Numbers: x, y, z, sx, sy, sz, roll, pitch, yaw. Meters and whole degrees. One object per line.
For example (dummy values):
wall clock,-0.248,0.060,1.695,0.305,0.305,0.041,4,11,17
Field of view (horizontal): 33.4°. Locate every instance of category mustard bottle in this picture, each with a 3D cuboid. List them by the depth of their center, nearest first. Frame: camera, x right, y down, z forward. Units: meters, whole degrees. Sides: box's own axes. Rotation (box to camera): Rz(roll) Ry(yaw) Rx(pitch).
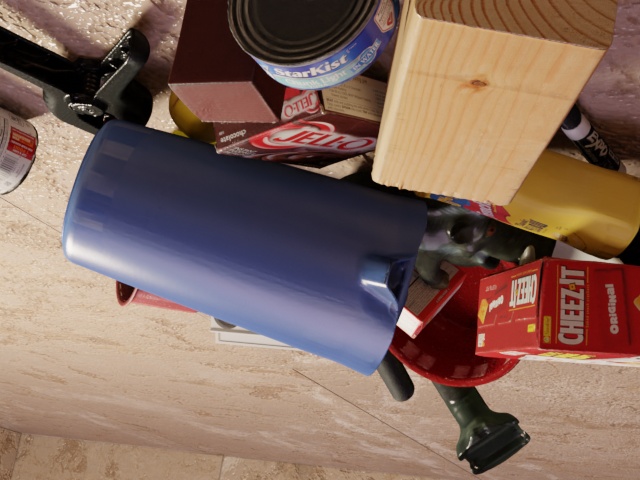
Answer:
mustard bottle,0.125,-0.043,0.750,0.191,0.058,0.096,19,173,3

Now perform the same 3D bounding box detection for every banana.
banana,-0.063,-0.105,0.727,0.069,0.037,0.198,-8,170,-21

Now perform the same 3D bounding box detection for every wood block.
wood block,0.086,-0.100,0.575,0.091,0.090,0.206,10,162,0

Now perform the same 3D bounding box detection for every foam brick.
foam brick,-0.049,-0.113,0.620,0.053,0.078,0.051,3,160,18

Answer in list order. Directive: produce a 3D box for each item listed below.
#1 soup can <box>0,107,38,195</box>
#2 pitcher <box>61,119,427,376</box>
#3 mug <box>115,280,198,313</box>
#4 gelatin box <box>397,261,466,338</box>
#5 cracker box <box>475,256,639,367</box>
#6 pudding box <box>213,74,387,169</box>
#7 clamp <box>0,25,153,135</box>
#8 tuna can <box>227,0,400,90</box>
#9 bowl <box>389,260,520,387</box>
soup can,-0.283,-0.083,0.840,0.069,0.068,0.102,-6,157,39
pitcher,-0.055,0.001,0.776,0.242,0.145,0.149,18,130,-4
mug,-0.160,0.025,1.102,0.081,0.093,0.117,12,-167,-25
gelatin box,0.070,0.030,0.927,0.089,0.073,0.030,38,143,12
cracker box,0.240,0.057,0.791,0.213,0.072,0.164,5,172,-6
pudding box,-0.002,-0.079,0.701,0.090,0.039,0.113,-14,171,37
clamp,-0.155,-0.109,0.747,0.120,0.039,0.171,9,169,16
tuna can,-0.003,-0.122,0.555,0.086,0.086,0.033,1,162,24
bowl,0.126,0.051,0.983,0.162,0.162,0.055,-2,-163,31
